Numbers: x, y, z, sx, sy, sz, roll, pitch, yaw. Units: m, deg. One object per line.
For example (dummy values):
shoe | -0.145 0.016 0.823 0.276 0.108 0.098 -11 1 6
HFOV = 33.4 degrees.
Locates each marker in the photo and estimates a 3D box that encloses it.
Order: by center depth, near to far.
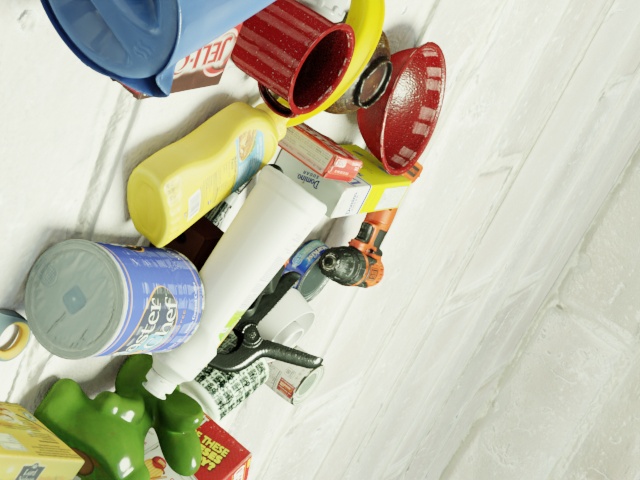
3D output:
marker | -0.110 -0.026 1.118 0.121 0.020 0.020 -55 159 1

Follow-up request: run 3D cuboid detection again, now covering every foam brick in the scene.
foam brick | -0.138 0.015 1.074 0.078 0.053 0.051 -61 158 15

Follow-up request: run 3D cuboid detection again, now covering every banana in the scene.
banana | 0.013 -0.185 1.068 0.198 0.070 0.037 -60 161 14

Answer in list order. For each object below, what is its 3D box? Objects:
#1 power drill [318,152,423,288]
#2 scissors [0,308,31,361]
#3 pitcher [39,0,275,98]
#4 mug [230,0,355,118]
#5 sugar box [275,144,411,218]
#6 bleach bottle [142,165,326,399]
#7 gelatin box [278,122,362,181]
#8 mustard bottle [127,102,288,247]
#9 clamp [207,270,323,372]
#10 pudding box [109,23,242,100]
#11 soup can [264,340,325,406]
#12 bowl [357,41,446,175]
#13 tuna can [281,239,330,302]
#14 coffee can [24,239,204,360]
power drill | 0.063 -0.029 1.377 0.188 0.057 0.184 -67 163 2
scissors | -0.271 0.049 0.894 0.096 0.016 0.202 -27 146 -54
pitcher | -0.077 -0.225 0.755 0.242 0.145 0.149 -40 167 -42
mug | -0.030 -0.167 0.985 0.093 0.082 0.117 -37 153 -38
sugar box | 0.027 -0.072 1.237 0.176 0.093 0.048 -8 130 -63
bleach bottle | -0.094 0.048 1.048 0.251 0.068 0.102 -54 170 2
gelatin box | -0.007 -0.098 1.128 0.030 0.089 0.073 -59 159 12
mustard bottle | -0.096 -0.078 1.012 0.191 0.058 0.096 -40 155 -33
clamp | -0.078 0.120 1.272 0.171 0.120 0.039 -23 174 -18
pudding box | -0.111 -0.167 0.870 0.113 0.039 0.090 -22 143 -54
soup can | -0.053 0.163 1.413 0.068 0.102 0.068 -44 156 -25
bowl | 0.089 -0.161 1.259 0.161 0.055 0.162 -43 144 -43
tuna can | -0.016 0.041 1.401 0.086 0.034 0.086 -44 157 -25
coffee can | -0.183 0.054 0.966 0.103 0.103 0.140 -58 159 10
